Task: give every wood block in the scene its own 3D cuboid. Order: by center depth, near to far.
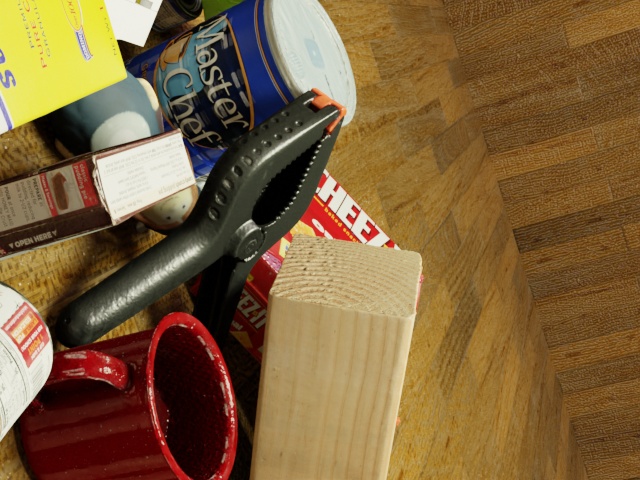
[{"bbox_3d":[0.007,0.111,0.717,0.090,0.090,0.206,-71,169,-63],"label":"wood block"}]

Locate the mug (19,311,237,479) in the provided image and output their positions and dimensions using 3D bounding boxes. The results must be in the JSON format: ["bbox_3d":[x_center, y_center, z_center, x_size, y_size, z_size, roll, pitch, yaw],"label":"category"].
[{"bbox_3d":[-0.104,0.086,0.542,0.117,0.082,0.093,47,34,-56],"label":"mug"}]

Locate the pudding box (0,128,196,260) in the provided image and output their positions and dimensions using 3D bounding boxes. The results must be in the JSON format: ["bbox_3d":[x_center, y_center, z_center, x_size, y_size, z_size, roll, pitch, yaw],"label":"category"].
[{"bbox_3d":[-0.128,-0.025,0.560,0.113,0.090,0.039,-47,120,-70],"label":"pudding box"}]

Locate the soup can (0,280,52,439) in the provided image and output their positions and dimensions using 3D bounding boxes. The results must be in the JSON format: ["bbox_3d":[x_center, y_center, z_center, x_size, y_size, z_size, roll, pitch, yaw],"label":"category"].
[{"bbox_3d":[-0.156,0.064,0.425,0.102,0.069,0.068,-68,138,-65],"label":"soup can"}]

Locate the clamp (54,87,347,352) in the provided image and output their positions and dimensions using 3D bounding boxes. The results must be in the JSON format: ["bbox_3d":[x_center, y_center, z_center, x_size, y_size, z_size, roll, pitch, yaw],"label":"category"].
[{"bbox_3d":[-0.054,0.001,0.657,0.036,0.210,0.164,38,-6,25],"label":"clamp"}]

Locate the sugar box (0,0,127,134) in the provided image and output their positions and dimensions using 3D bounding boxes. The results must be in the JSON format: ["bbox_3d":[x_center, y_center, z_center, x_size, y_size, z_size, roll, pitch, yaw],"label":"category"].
[{"bbox_3d":[-0.156,-0.096,0.486,0.176,0.048,0.093,-54,132,-65],"label":"sugar box"}]

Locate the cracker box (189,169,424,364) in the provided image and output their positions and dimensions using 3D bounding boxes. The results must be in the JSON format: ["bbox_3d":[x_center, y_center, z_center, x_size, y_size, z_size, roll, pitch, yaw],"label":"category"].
[{"bbox_3d":[0.000,0.034,0.859,0.164,0.072,0.213,47,24,-10],"label":"cracker box"}]

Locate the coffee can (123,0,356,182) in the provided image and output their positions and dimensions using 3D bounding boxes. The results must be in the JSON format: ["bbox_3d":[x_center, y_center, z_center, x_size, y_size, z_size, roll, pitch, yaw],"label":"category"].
[{"bbox_3d":[-0.061,-0.101,0.727,0.102,0.140,0.103,42,38,-44],"label":"coffee can"}]
